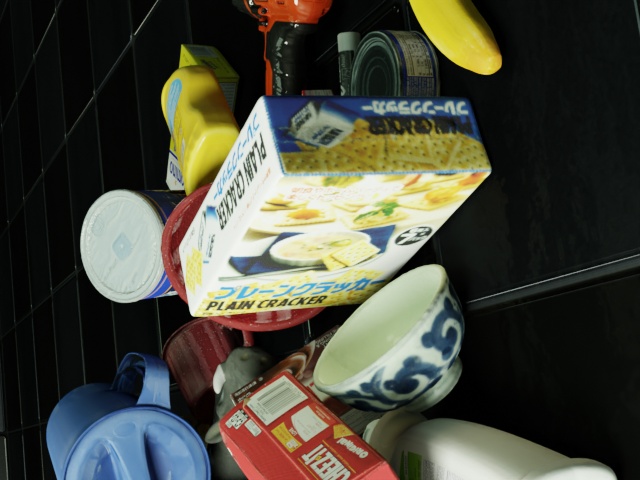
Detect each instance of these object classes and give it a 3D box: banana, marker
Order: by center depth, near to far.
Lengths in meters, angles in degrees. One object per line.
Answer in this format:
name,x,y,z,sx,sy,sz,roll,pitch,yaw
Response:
banana,0.080,-0.194,0.733,0.070,0.037,0.198,142,122,-62
marker,0.026,-0.110,0.880,0.020,0.020,0.121,176,92,-65

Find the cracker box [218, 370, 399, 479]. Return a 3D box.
cracker box,0.028,0.211,0.725,0.213,0.072,0.164,62,166,-24

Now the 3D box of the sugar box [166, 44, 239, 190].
sugar box,-0.135,-0.121,1.199,0.093,0.048,0.176,-126,42,-50

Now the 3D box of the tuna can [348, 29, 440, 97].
tuna can,0.054,-0.115,0.801,0.086,0.033,0.086,178,90,-65

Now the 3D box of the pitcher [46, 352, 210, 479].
pitcher,-0.199,0.200,1.052,0.145,0.149,0.243,58,163,-13

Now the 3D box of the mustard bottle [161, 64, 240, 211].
mustard bottle,-0.115,-0.112,1.014,0.192,0.058,0.096,-115,25,-50

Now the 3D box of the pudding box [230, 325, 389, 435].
pudding box,-0.006,0.131,0.866,0.039,0.113,0.090,59,175,-36

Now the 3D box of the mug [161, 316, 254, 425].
mug,-0.103,0.129,1.111,0.117,0.093,0.081,-54,45,23

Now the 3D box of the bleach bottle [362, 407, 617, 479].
bleach bottle,0.093,0.159,0.707,0.251,0.068,0.102,-162,68,-66

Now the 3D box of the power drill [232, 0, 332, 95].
power drill,-0.046,-0.160,0.988,0.185,0.057,0.188,-150,60,-65

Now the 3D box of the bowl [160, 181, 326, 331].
bowl,-0.056,0.001,0.941,0.055,0.162,0.162,-82,7,-56

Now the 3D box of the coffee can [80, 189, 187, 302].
coffee can,-0.142,0.002,1.018,0.103,0.140,0.103,2,94,34
